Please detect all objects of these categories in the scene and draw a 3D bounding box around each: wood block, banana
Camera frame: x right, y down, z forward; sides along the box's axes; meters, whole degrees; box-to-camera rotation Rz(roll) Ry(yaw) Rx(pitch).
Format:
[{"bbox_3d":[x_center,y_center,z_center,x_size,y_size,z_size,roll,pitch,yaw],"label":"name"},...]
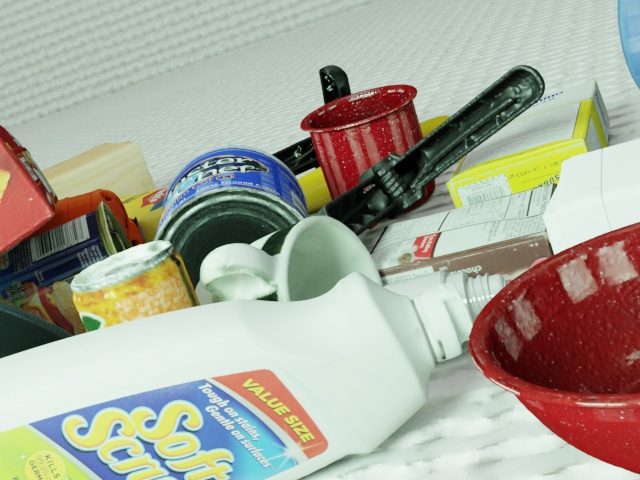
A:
[{"bbox_3d":[-0.268,-0.017,1.044,0.205,0.090,0.091,-28,18,-28],"label":"wood block"},{"bbox_3d":[0.051,-0.064,0.909,0.197,0.037,0.070,-25,-2,-19],"label":"banana"}]

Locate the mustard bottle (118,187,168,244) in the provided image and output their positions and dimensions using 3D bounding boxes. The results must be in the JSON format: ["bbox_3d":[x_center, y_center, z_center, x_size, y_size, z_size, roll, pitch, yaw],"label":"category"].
[{"bbox_3d":[-0.131,-0.020,0.940,0.192,0.058,0.096,-10,14,33],"label":"mustard bottle"}]

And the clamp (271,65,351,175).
[{"bbox_3d":[0.017,-0.098,0.923,0.120,0.039,0.171,-50,-19,28],"label":"clamp"}]

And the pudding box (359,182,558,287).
[{"bbox_3d":[0.083,0.009,0.606,0.114,0.039,0.090,-13,15,20],"label":"pudding box"}]

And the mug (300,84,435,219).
[{"bbox_3d":[0.046,-0.071,0.831,0.093,0.081,0.117,-5,24,32],"label":"mug"}]

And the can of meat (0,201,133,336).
[{"bbox_3d":[-0.159,0.035,0.707,0.084,0.102,0.057,-23,44,-1],"label":"can of meat"}]

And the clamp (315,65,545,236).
[{"bbox_3d":[0.040,-0.031,0.688,0.164,0.036,0.210,-35,-1,-21],"label":"clamp"}]

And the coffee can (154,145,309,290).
[{"bbox_3d":[-0.054,0.001,0.687,0.103,0.103,0.140,-20,16,1],"label":"coffee can"}]

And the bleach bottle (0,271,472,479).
[{"bbox_3d":[-0.057,0.069,0.457,0.251,0.102,0.068,-21,21,1],"label":"bleach bottle"}]

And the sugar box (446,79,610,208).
[{"bbox_3d":[0.152,-0.063,0.751,0.093,0.048,0.176,-16,13,23],"label":"sugar box"}]
